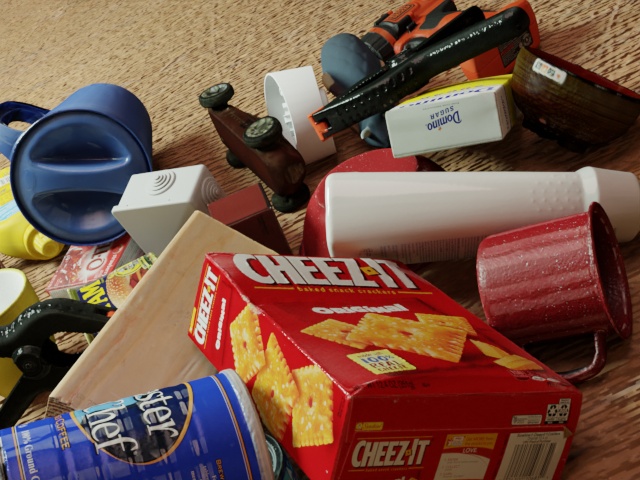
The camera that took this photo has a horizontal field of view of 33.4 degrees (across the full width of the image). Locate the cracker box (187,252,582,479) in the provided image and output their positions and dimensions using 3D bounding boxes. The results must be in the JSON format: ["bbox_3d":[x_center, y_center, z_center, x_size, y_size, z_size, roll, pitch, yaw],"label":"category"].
[{"bbox_3d":[0.032,0.075,0.671,0.163,0.072,0.214,4,19,-29],"label":"cracker box"}]

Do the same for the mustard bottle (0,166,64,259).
[{"bbox_3d":[-0.313,-0.026,1.149,0.096,0.058,0.192,-22,29,-18],"label":"mustard bottle"}]

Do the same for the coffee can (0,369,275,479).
[{"bbox_3d":[-0.105,0.140,0.610,0.140,0.103,0.103,-13,28,-16],"label":"coffee can"}]

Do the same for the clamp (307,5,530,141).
[{"bbox_3d":[0.086,-0.155,0.964,0.210,0.036,0.165,-33,13,-5],"label":"clamp"}]

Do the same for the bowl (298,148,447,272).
[{"bbox_3d":[0.047,-0.031,0.913,0.162,0.055,0.162,-17,32,11],"label":"bowl"}]

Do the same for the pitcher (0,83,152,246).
[{"bbox_3d":[-0.243,-0.097,1.101,0.145,0.149,0.243,-19,18,0],"label":"pitcher"}]

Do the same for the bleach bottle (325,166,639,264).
[{"bbox_3d":[0.132,-0.018,0.795,0.251,0.102,0.068,-2,77,6],"label":"bleach bottle"}]

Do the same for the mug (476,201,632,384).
[{"bbox_3d":[0.157,0.039,0.712,0.082,0.093,0.117,-14,68,25],"label":"mug"}]

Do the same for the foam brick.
[{"bbox_3d":[-0.056,0.001,0.914,0.053,0.078,0.051,-23,30,-2],"label":"foam brick"}]

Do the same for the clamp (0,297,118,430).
[{"bbox_3d":[-0.236,0.085,0.844,0.171,0.120,0.039,-30,26,12],"label":"clamp"}]

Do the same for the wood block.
[{"bbox_3d":[-0.109,0.086,0.774,0.090,0.091,0.205,28,44,4],"label":"wood block"}]

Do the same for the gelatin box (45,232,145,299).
[{"bbox_3d":[-0.215,0.024,1.035,0.073,0.030,0.089,-11,34,21],"label":"gelatin box"}]

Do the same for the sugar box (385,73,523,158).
[{"bbox_3d":[0.121,-0.112,0.928,0.093,0.048,0.176,-9,8,17],"label":"sugar box"}]

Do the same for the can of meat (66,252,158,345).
[{"bbox_3d":[-0.162,0.062,0.916,0.084,0.057,0.102,-27,32,-10],"label":"can of meat"}]

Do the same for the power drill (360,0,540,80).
[{"bbox_3d":[0.120,-0.204,1.123,0.184,0.057,0.188,-43,36,-22],"label":"power drill"}]
